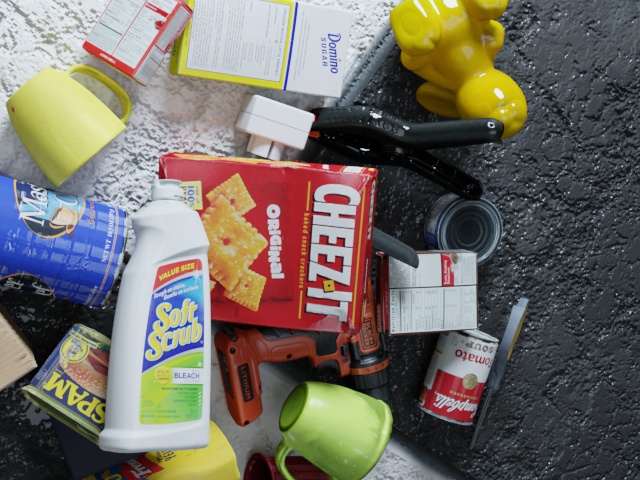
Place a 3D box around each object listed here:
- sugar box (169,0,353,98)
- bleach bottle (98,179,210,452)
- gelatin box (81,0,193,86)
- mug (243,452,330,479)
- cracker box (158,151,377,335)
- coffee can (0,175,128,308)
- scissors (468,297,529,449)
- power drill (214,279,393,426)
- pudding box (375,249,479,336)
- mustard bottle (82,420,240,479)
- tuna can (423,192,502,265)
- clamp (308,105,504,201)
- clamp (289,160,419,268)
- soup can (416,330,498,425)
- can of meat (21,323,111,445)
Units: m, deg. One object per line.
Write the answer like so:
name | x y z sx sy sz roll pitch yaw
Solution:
sugar box | -0.060 -0.202 1.088 0.176 0.048 0.093 6 98 -24
bleach bottle | -0.152 0.068 0.998 0.102 0.068 0.251 4 82 -35
gelatin box | -0.176 -0.204 1.031 0.089 0.073 0.030 -57 155 -2
mug | -0.030 0.290 1.171 0.081 0.093 0.117 4 63 -26
cracker box | -0.057 0.001 1.072 0.214 0.072 0.164 6 100 8
coffee can | -0.267 0.000 1.024 0.140 0.103 0.103 16 96 -22
scissors | 0.214 0.150 1.268 0.016 0.096 0.202 21 127 14
power drill | -0.013 0.140 1.171 0.187 0.057 0.184 -16 102 -19
pudding box | 0.116 0.056 1.163 0.113 0.039 0.090 -1 92 -19
mustard bottle | -0.186 0.250 1.100 0.191 0.096 0.058 -20 118 -20
tuna can | 0.163 -0.012 1.213 0.086 0.034 0.086 -4 103 -19
clamp | 0.087 -0.097 1.129 0.210 0.164 0.036 11 68 12
clamp | 0.025 -0.014 1.122 0.120 0.039 0.171 -23 86 5
soup can | 0.159 0.152 1.228 0.068 0.069 0.102 16 94 -22
can of meat | -0.221 0.140 1.034 0.102 0.057 0.084 32 67 4
